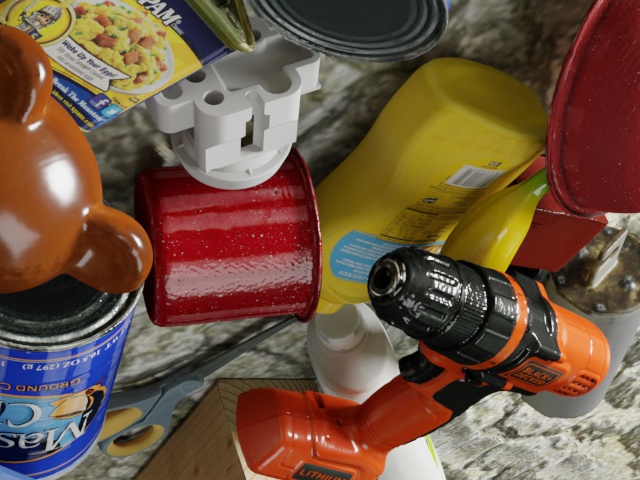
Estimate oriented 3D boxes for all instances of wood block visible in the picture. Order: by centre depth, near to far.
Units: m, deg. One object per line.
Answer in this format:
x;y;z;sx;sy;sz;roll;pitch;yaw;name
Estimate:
-0.078;0.199;0.827;0.090;0.090;0.206;6;139;-36;wood block

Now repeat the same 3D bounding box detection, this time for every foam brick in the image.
0.126;-0.019;0.656;0.078;0.051;0.053;9;136;-39;foam brick

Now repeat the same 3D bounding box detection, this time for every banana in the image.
0.095;0.028;0.621;0.069;0.037;0.198;-12;150;-10;banana

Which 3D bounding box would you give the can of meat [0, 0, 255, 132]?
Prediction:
-0.087;-0.095;0.415;0.084;0.057;0.102;-27;147;14;can of meat

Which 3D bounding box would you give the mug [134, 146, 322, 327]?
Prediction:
-0.054;0.001;0.561;0.081;0.093;0.117;-5;-179;-15;mug

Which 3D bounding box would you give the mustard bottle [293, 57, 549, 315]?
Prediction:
0.038;-0.017;0.601;0.096;0.058;0.192;3;141;-43;mustard bottle

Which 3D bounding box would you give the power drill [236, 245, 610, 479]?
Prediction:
0.042;0.076;0.586;0.188;0.057;0.184;-32;141;32;power drill

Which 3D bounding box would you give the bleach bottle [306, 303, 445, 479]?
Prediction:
0.036;0.116;0.755;0.068;0.102;0.251;-22;148;-1;bleach bottle

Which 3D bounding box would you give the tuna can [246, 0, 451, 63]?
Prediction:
0.013;-0.110;0.436;0.086;0.033;0.086;13;159;5;tuna can

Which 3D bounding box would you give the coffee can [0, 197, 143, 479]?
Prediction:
-0.152;0.050;0.550;0.102;0.103;0.140;-5;144;-25;coffee can

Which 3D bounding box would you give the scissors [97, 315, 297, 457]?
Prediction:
-0.093;0.108;0.752;0.202;0.016;0.096;-23;149;3;scissors
